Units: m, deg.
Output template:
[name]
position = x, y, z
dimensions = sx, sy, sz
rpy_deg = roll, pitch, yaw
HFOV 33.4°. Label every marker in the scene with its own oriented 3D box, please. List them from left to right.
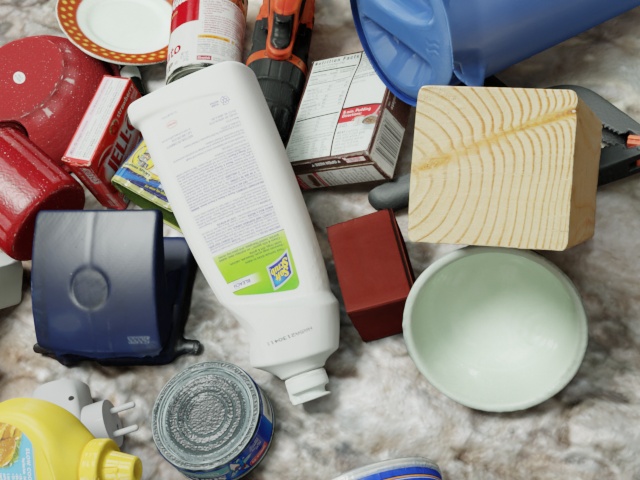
[marker]
position = -0.179, -0.168, 0.982
dimensions = 0.020, 0.020, 0.121
rpy_deg = -24, 58, 3

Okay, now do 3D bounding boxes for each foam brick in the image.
[foam brick]
position = 0.042, 0.026, 0.786
dimensions = 0.051, 0.053, 0.078
rpy_deg = -18, 57, 7

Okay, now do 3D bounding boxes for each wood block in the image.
[wood block]
position = 0.125, -0.044, 0.683
dimensions = 0.091, 0.205, 0.090
rpy_deg = 5, 93, 19

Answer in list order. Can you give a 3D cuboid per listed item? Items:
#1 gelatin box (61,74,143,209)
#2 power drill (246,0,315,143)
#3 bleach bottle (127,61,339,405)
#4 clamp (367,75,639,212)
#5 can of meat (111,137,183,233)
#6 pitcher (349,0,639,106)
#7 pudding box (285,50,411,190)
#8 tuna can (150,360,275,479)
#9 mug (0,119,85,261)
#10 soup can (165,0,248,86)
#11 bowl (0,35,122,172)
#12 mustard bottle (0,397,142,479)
[gelatin box]
position = -0.173, -0.082, 0.899
dimensions = 0.030, 0.073, 0.089
rpy_deg = 10, 65, 21
[power drill]
position = -0.030, -0.185, 0.849
dimensions = 0.057, 0.188, 0.184
rpy_deg = 8, 63, -3
[bleach bottle]
position = -0.055, 0.001, 0.788
dimensions = 0.103, 0.068, 0.251
rpy_deg = -22, 81, 15
[clamp]
position = 0.151, -0.090, 0.825
dimensions = 0.210, 0.036, 0.164
rpy_deg = 3, 64, 23
[can of meat]
position = -0.109, -0.056, 0.875
dimensions = 0.102, 0.057, 0.084
rpy_deg = 27, 74, 28
[pitcher]
position = 0.146, -0.210, 0.806
dimensions = 0.242, 0.149, 0.145
rpy_deg = -24, 25, -21
[pudding box]
position = 0.024, -0.099, 0.854
dimensions = 0.090, 0.039, 0.113
rpy_deg = -6, 54, 37
[tuna can]
position = -0.079, 0.131, 0.775
dimensions = 0.086, 0.033, 0.086
rpy_deg = -8, 60, 13
[mug]
position = -0.249, -0.030, 0.873
dimensions = 0.081, 0.117, 0.093
rpy_deg = 39, 52, 16
[soup can]
position = -0.098, -0.171, 0.929
dimensions = 0.068, 0.068, 0.102
rpy_deg = -7, 60, 13
[bowl]
position = -0.262, -0.131, 0.966
dimensions = 0.162, 0.055, 0.162
rpy_deg = -7, 60, 13
[mustard bottle]
position = -0.213, 0.155, 0.731
dimensions = 0.192, 0.058, 0.096
rpy_deg = -2, 102, 16
